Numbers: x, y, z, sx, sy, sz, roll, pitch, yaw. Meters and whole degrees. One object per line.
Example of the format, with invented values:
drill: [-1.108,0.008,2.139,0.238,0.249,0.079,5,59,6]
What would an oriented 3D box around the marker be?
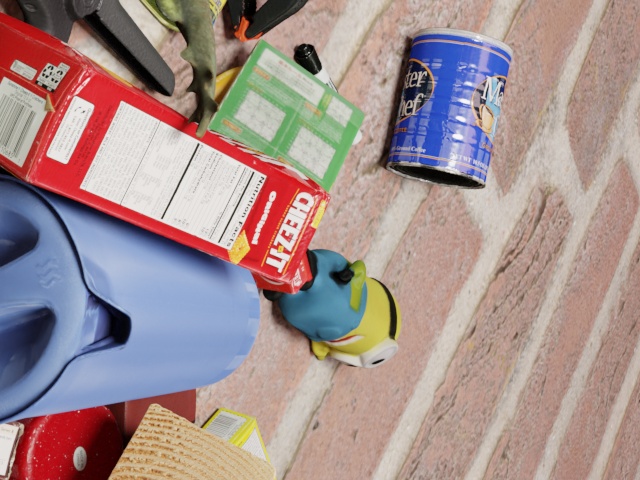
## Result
marker: [0.007,-0.133,0.976,0.020,0.020,0.121,-61,140,-26]

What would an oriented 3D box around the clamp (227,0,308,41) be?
clamp: [-0.038,-0.243,0.832,0.172,0.120,0.039,-58,161,21]

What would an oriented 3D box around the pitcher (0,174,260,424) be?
pitcher: [-0.144,0.039,0.666,0.145,0.149,0.242,-38,162,15]

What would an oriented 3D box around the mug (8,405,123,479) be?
mug: [-0.191,0.145,0.693,0.117,0.082,0.093,-43,120,-42]

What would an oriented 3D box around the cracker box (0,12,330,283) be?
cracker box: [-0.119,-0.059,0.631,0.213,0.164,0.072,25,93,-51]

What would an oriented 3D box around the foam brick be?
foam brick: [-0.138,0.117,0.801,0.078,0.053,0.051,-12,107,-54]

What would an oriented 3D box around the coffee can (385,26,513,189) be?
coffee can: [0.130,-0.131,1.076,0.102,0.103,0.140,18,83,-54]

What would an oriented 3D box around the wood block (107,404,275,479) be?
wood block: [-0.094,0.186,0.722,0.090,0.090,0.206,-62,177,-19]

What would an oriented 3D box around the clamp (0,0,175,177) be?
clamp: [-0.157,-0.160,0.703,0.164,0.036,0.210,-31,133,-48]
